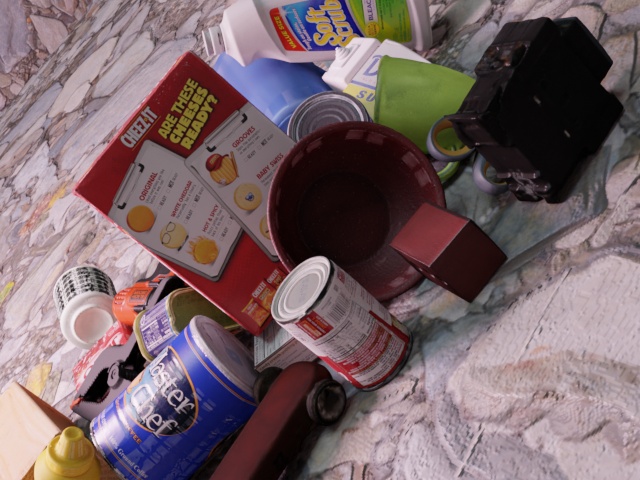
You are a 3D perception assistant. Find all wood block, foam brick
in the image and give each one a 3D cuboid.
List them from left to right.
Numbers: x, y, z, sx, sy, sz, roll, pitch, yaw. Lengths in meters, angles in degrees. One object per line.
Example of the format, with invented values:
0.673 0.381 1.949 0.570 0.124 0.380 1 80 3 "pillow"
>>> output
-0.301 0.234 1.150 0.090 0.090 0.206 -53 26 -11 "wood block"
0.105 0.008 0.884 0.051 0.053 0.078 -50 25 -4 "foam brick"

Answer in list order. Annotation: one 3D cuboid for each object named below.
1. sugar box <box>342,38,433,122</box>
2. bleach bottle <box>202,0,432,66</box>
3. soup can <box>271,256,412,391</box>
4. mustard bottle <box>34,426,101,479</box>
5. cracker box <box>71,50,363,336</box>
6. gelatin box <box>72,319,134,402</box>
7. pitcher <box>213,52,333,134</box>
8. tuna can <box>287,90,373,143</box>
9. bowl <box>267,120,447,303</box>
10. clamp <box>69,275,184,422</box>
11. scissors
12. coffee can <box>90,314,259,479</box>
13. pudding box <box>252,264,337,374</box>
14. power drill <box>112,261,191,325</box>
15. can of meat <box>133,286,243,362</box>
0.053 -0.114 1.091 0.093 0.048 0.176 36 86 25 "sugar box"
-0.005 -0.240 1.197 0.250 0.102 0.068 -14 26 -6 "bleach bottle"
0.018 0.068 0.878 0.069 0.102 0.068 -36 29 23 "soup can"
-0.234 0.242 0.969 0.096 0.058 0.192 -95 17 -54 "mustard bottle"
-0.094 -0.041 0.982 0.164 0.213 0.072 -52 15 -9 "cracker box"
-0.253 0.144 1.267 0.089 0.030 0.073 -47 26 3 "gelatin box"
-0.052 -0.150 1.245 0.149 0.145 0.243 -45 29 8 "pitcher"
0.011 -0.104 1.055 0.086 0.033 0.086 -6 68 15 "tuna can"
0.028 -0.022 0.947 0.162 0.162 0.055 -54 7 -11 "bowl"
-0.206 0.155 1.155 0.210 0.036 0.164 -40 45 34 "clamp"
0.151 -0.122 0.966 0.016 0.096 0.201 109 177 -50 "scissors"
-0.126 0.153 0.981 0.140 0.102 0.103 -45 26 7 "coffee can"
-0.013 0.072 0.993 0.114 0.039 0.090 -41 27 19 "pudding box"
-0.148 0.021 1.244 0.185 0.057 0.187 -2 50 48 "power drill"
-0.123 0.078 1.067 0.101 0.057 0.084 -12 -13 -34 "can of meat"
